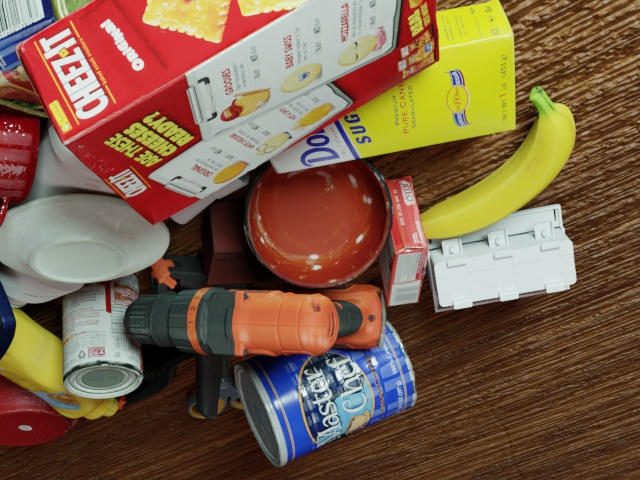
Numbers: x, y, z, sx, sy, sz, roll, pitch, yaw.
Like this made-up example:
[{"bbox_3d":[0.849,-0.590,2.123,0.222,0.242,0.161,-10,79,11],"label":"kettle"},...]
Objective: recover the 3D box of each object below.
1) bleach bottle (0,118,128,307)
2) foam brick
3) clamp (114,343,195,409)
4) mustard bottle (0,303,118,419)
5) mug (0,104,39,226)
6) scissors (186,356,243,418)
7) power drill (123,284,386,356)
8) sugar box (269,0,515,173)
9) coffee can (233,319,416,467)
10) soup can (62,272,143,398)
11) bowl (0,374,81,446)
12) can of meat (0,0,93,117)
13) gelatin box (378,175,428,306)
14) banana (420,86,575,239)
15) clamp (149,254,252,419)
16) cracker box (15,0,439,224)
[{"bbox_3d":[-0.198,-0.017,0.808,0.102,0.068,0.251,14,144,-31],"label":"bleach bottle"},{"bbox_3d":[-0.056,0.001,0.879,0.078,0.051,0.053,0,146,-14],"label":"foam brick"},{"bbox_3d":[-0.160,0.116,1.051,0.120,0.039,0.172,9,144,-21],"label":"clamp"},{"bbox_3d":[-0.251,0.116,0.976,0.096,0.058,0.191,5,152,37],"label":"mustard bottle"},{"bbox_3d":[-0.230,-0.055,0.692,0.081,0.117,0.093,3,163,-27],"label":"mug"},{"bbox_3d":[-0.086,0.149,1.127,0.096,0.016,0.202,1,153,-23],"label":"scissors"},{"bbox_3d":[-0.042,0.065,0.877,0.185,0.057,0.187,1,180,28],"label":"power drill"},{"bbox_3d":[0.043,-0.103,0.735,0.176,0.048,0.093,-13,140,2],"label":"sugar box"},{"bbox_3d":[0.004,0.135,0.992,0.140,0.103,0.103,-21,152,-17],"label":"coffee can"},{"bbox_3d":[-0.188,0.076,0.919,0.068,0.102,0.068,-6,148,-4],"label":"soup can"},{"bbox_3d":[-0.301,0.166,1.080,0.162,0.055,0.162,-7,148,-4],"label":"bowl"},{"bbox_3d":[-0.159,-0.118,0.643,0.084,0.057,0.102,-19,166,21],"label":"can of meat"},{"bbox_3d":[0.066,0.001,0.887,0.030,0.073,0.089,-6,147,-6],"label":"gelatin box"},{"bbox_3d":[0.147,-0.053,0.860,0.069,0.037,0.198,23,138,-12],"label":"banana"},{"bbox_3d":[-0.097,0.083,0.979,0.164,0.036,0.209,-43,137,8],"label":"clamp"},{"bbox_3d":[-0.040,-0.108,0.605,0.213,0.072,0.164,-30,164,0],"label":"cracker box"}]
